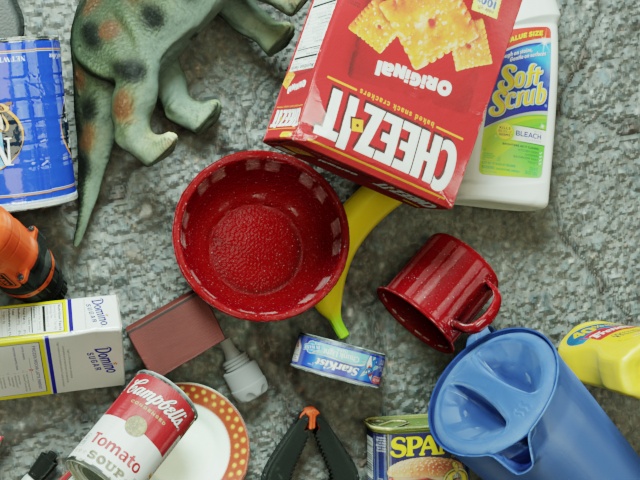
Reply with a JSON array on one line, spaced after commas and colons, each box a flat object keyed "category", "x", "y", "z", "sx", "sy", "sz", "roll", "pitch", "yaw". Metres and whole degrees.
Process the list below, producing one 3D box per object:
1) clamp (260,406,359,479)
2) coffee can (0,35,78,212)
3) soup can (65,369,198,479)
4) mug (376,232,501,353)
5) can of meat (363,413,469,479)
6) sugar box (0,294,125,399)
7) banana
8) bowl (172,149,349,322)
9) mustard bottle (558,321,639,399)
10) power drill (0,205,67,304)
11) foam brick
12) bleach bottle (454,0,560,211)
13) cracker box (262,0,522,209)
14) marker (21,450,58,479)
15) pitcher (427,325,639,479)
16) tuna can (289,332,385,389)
[{"category": "clamp", "x": -0.001, "y": 0.265, "z": 1.013, "sx": 0.164, "sy": 0.036, "sz": 0.210, "roll": 8, "pitch": 89, "yaw": -9}, {"category": "coffee can", "x": -0.266, "y": -0.099, "z": 0.907, "sx": 0.102, "sy": 0.103, "sz": 0.140, "roll": -7, "pitch": 100, "yaw": -12}, {"category": "soup can", "x": -0.163, "y": 0.172, "z": 0.925, "sx": 0.068, "sy": 0.069, "sz": 0.102, "roll": 44, "pitch": 58, "yaw": -9}, {"category": "mug", "x": 0.121, "y": 0.050, "z": 1.006, "sx": 0.081, "sy": 0.117, "sz": 0.093, "roll": -48, "pitch": 127, "yaw": -13}, {"category": "can of meat", "x": 0.094, "y": 0.213, "z": 1.026, "sx": 0.102, "sy": 0.057, "sz": 0.084, "roll": -1, "pitch": 92, "yaw": -12}, {"category": "sugar box", "x": -0.262, "y": 0.097, "z": 0.932, "sx": 0.176, "sy": 0.093, "sz": 0.048, "roll": -7, "pitch": 52, "yaw": -14}, {"category": "banana", "x": 0.040, "y": -0.005, "z": 1.025, "sx": 0.069, "sy": 0.037, "sz": 0.198, "roll": 31, "pitch": 82, "yaw": -7}, {"category": "bowl", "x": -0.056, "y": 0.001, "z": 0.984, "sx": 0.162, "sy": 0.055, "sz": 0.162, "roll": 2, "pitch": 73, "yaw": -8}, {"category": "mustard bottle", "x": 0.277, "y": 0.108, "z": 0.996, "sx": 0.096, "sy": 0.192, "sz": 0.058, "roll": -13, "pitch": 92, "yaw": -12}, {"category": "power drill", "x": -0.320, "y": 0.011, "z": 0.901, "sx": 0.188, "sy": 0.184, "sz": 0.057, "roll": 4, "pitch": 69, "yaw": 6}, {"category": "foam brick", "x": -0.133, "y": 0.085, "z": 0.980, "sx": 0.078, "sy": 0.053, "sz": 0.051, "roll": -30, "pitch": 96, "yaw": -10}, {"category": "bleach bottle", "x": 0.181, "y": -0.158, "z": 1.045, "sx": 0.102, "sy": 0.068, "sz": 0.251, "roll": 5, "pitch": 86, "yaw": -12}, {"category": "cracker box", "x": 0.067, "y": -0.153, "z": 0.907, "sx": 0.164, "sy": 0.072, "sz": 0.213, "roll": 21, "pitch": 84, "yaw": -23}, {"category": "marker", "x": -0.279, "y": 0.241, "z": 0.964, "sx": 0.020, "sy": 0.020, "sz": 0.121, "roll": 39, "pitch": 82, "yaw": -9}, {"category": "pitcher", "x": 0.218, "y": 0.193, "z": 0.997, "sx": 0.242, "sy": 0.145, "sz": 0.149, "roll": 45, "pitch": 64, "yaw": -30}, {"category": "tuna can", "x": 0.017, "y": 0.112, "z": 0.995, "sx": 0.086, "sy": 0.086, "sz": 0.034, "roll": 16, "pitch": 84, "yaw": -12}]
